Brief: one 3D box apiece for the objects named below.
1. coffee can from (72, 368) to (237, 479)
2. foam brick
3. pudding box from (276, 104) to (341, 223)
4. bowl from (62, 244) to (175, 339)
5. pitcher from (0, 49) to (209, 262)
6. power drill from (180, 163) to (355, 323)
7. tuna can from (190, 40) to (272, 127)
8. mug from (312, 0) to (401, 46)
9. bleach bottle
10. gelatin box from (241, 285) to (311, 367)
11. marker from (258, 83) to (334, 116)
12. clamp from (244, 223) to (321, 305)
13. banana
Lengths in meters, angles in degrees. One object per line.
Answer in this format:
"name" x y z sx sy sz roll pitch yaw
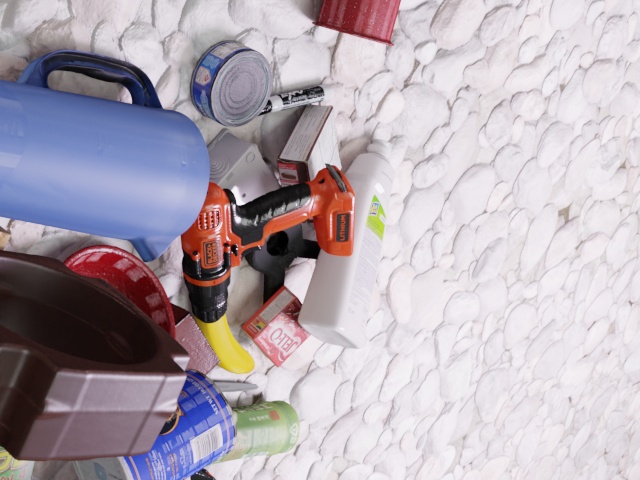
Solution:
"coffee can" -0.172 0.208 1.102 0.140 0.103 0.103 -27 132 -40
"foam brick" -0.158 0.118 1.187 0.051 0.053 0.078 -41 122 -23
"pudding box" -0.011 -0.087 1.206 0.113 0.039 0.090 -68 156 -46
"bowl" -0.223 0.088 1.072 0.161 0.055 0.162 24 57 -44
"pitcher" -0.225 -0.081 0.936 0.242 0.149 0.145 9 119 -51
"power drill" -0.057 0.001 1.136 0.187 0.057 0.184 -16 136 -18
"tuna can" -0.091 -0.161 1.106 0.086 0.034 0.086 -27 132 -35
"mug" 0.048 -0.263 1.161 0.117 0.093 0.081 -36 143 -75
"bleach bottle" 0.044 -0.002 1.300 0.102 0.068 0.251 46 57 -60
"gelatin box" -0.047 0.106 1.293 0.073 0.030 0.089 -44 146 -9
"marker" -0.034 -0.156 1.186 0.120 0.020 0.020 -20 128 -40
"clamp" -0.039 0.010 1.276 0.120 0.039 0.171 -45 145 -21
"banana" -0.114 0.100 1.252 0.069 0.037 0.198 -34 136 -29
